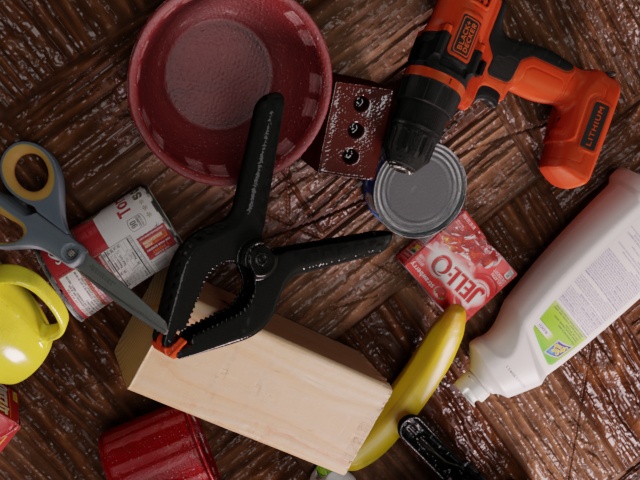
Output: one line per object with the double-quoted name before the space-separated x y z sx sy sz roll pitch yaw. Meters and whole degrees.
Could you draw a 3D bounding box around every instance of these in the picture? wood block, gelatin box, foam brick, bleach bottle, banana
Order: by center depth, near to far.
"foam brick" 0.021 -0.095 0.882 0.053 0.051 0.078 6 104 -19
"wood block" -0.057 0.108 0.900 0.205 0.091 0.090 27 96 -22
"gelatin box" 0.123 0.023 0.962 0.073 0.030 0.089 -42 113 -1
"banana" 0.075 0.141 0.967 0.037 0.069 0.198 39 95 17
"bleach bottle" 0.220 0.054 0.985 0.251 0.068 0.102 -42 114 1

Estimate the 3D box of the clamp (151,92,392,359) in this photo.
"clamp" -0.055 0.001 0.818 0.209 0.036 0.164 -41 113 -18

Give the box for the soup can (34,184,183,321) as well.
"soup can" -0.165 0.009 0.848 0.102 0.068 0.068 -32 113 -6

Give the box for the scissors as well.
"scissors" -0.185 -0.010 0.808 0.202 0.016 0.096 21 81 14

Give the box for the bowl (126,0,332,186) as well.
"bowl" -0.075 -0.127 0.840 0.162 0.055 0.162 -5 108 -16

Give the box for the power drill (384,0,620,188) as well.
"power drill" 0.153 -0.114 0.896 0.187 0.057 0.184 25 83 -25

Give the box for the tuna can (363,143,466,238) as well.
"tuna can" 0.081 -0.047 0.925 0.086 0.034 0.086 -5 108 -16

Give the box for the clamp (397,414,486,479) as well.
"clamp" 0.136 0.227 0.975 0.039 0.120 0.171 -41 142 0

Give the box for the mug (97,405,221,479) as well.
"mug" -0.135 0.193 0.912 0.081 0.093 0.117 -22 148 -5
